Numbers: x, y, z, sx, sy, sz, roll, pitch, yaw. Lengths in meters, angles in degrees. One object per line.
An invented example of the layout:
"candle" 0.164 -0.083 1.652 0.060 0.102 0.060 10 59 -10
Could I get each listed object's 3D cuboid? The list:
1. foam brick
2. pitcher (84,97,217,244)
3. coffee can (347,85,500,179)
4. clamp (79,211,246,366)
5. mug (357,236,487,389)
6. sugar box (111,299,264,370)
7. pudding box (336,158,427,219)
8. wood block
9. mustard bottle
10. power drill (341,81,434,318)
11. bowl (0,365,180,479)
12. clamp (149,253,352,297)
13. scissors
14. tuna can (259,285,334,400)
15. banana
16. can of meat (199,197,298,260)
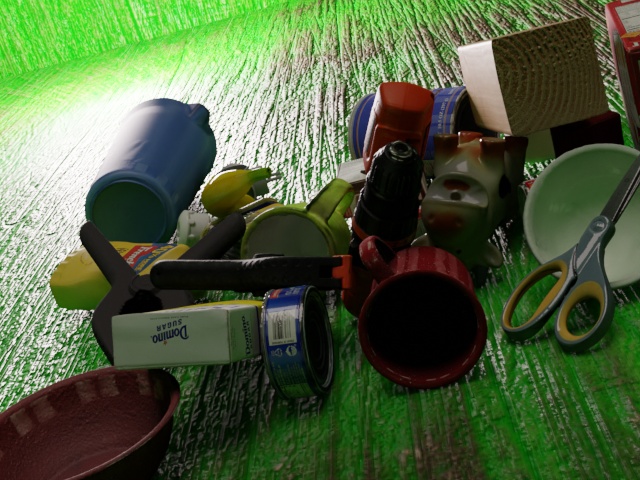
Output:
"foam brick" 0.262 -0.084 1.038 0.053 0.078 0.051 -19 22 -9
"pitcher" -0.216 -0.071 1.317 0.145 0.149 0.242 1 25 3
"coffee can" 0.116 -0.119 1.202 0.141 0.103 0.102 1 26 39
"clamp" -0.166 0.047 0.981 0.165 0.036 0.210 1 43 11
"mug" 0.069 0.044 0.803 0.093 0.117 0.081 -40 10 16
"sugar box" -0.082 0.071 0.835 0.093 0.048 0.176 -5 -5 15
"pudding box" 0.063 -0.062 1.102 0.090 0.039 0.113 -15 14 9
"wood block" 0.199 -0.158 1.032 0.091 0.090 0.206 -15 8 1
"mustard bottle" -0.181 0.037 1.082 0.192 0.058 0.096 1 27 38
"power drill" 0.059 -0.052 0.908 0.057 0.185 0.187 13 45 1
"bowl" -0.171 0.154 0.772 0.162 0.055 0.162 -14 20 5
"clamp" -0.042 0.030 0.893 0.172 0.039 0.120 1 2 27
"scissors" 0.219 0.006 0.802 0.202 0.016 0.096 -46 39 0
"tuna can" -0.016 0.077 0.813 0.034 0.086 0.086 -9 21 14
"banana" -0.093 -0.044 1.138 0.069 0.037 0.198 1 -7 -7
"can of meat" -0.057 0.001 1.086 0.101 0.057 0.084 -27 24 -28
